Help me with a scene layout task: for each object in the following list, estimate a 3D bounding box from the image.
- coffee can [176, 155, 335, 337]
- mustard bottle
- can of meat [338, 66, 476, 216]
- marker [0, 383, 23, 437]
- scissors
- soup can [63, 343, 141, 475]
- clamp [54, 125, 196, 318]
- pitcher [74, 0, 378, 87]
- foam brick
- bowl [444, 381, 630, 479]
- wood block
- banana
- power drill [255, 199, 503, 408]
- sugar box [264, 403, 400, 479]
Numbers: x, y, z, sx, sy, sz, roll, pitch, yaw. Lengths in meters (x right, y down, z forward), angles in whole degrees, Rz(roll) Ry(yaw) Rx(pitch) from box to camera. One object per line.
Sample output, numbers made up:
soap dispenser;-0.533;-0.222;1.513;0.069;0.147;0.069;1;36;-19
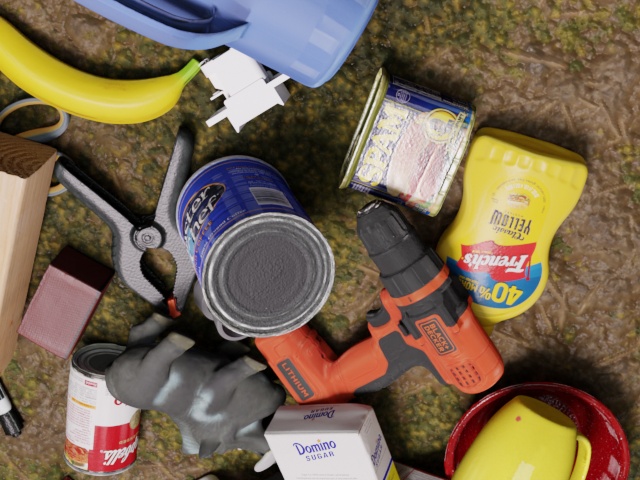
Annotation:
coffee can;-0.056;0.001;0.855;0.102;0.140;0.103;-6;113;-14
mustard bottle;0.148;0.008;0.897;0.096;0.058;0.192;16;111;0
can of meat;0.071;-0.078;0.873;0.084;0.057;0.102;19;112;-5
marker;-0.312;0.134;1.006;0.020;0.020;0.121;-18;108;11
scissors;-0.299;-0.060;0.934;0.202;0.016;0.096;-24;107;13
soup can;-0.198;0.153;0.977;0.068;0.068;0.102;10;111;1
clamp;-0.141;-0.016;0.925;0.120;0.039;0.171;-19;115;12
pitcher;-0.081;-0.209;0.790;0.242;0.145;0.149;29;97;-11
foam brick;-0.226;0.055;0.951;0.051;0.053;0.078;28;109;-6
bowl;0.192;0.187;0.961;0.162;0.055;0.162;2;111;4
wood block;-0.296;0.016;0.903;0.091;0.090;0.206;16;111;-3
banana;-0.201;-0.138;0.888;0.197;0.037;0.069;14;81;-3
power drill;0.037;0.069;0.900;0.188;0.057;0.184;-25;105;35
sugar box;0.025;0.223;0.945;0.093;0.048;0.176;-5;118;26
